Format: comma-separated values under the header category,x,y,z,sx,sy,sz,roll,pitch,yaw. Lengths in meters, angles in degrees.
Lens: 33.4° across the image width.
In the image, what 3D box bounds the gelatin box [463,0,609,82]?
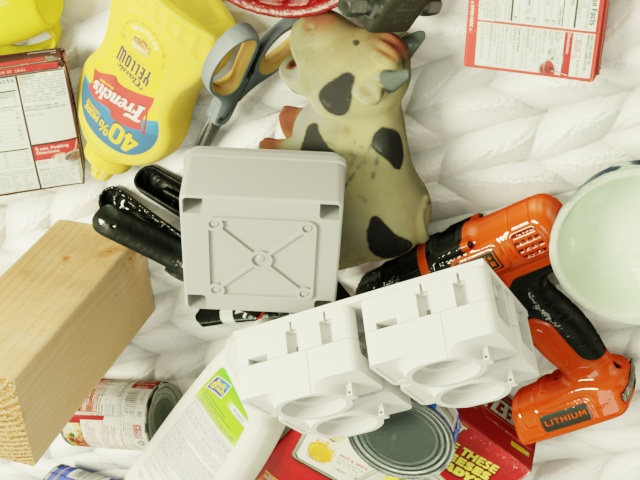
category,x,y,z,sx,sy,sz,roll,pitch,yaw
gelatin box,0.141,-0.146,0.692,0.089,0.030,0.073,10,125,16

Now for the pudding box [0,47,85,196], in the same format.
category,x,y,z,sx,sy,sz,roll,pitch,yaw
pudding box,-0.237,-0.091,0.839,0.090,0.039,0.113,-9,128,-9

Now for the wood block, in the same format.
category,x,y,z,sx,sy,sz,roll,pitch,yaw
wood block,-0.229,0.078,0.892,0.090,0.205,0.091,8,126,18

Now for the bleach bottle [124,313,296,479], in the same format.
category,x,y,z,sx,sy,sz,roll,pitch,yaw
bleach bottle,-0.073,0.158,0.913,0.103,0.067,0.251,48,121,17

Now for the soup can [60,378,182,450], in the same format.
category,x,y,z,sx,sy,sz,roll,pitch,yaw
soup can,-0.192,0.167,1.028,0.102,0.068,0.068,-1,122,23

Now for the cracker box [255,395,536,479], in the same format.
category,x,y,z,sx,sy,sz,roll,pitch,yaw
cracker box,0.059,0.182,0.929,0.164,0.072,0.214,36,128,-6

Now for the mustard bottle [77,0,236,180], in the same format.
category,x,y,z,sx,sy,sz,roll,pitch,yaw
mustard bottle,-0.138,-0.115,0.813,0.096,0.058,0.192,43,131,9

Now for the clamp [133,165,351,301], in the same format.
category,x,y,z,sx,sy,sz,roll,pitch,yaw
clamp,-0.056,0.001,0.852,0.209,0.036,0.165,41,166,-25

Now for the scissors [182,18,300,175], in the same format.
category,x,y,z,sx,sy,sz,roll,pitch,yaw
scissors,-0.058,-0.109,0.801,0.016,0.096,0.202,55,161,12

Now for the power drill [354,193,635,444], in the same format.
category,x,y,z,sx,sy,sz,roll,pitch,yaw
power drill,0.140,0.069,0.823,0.185,0.057,0.187,-25,110,34

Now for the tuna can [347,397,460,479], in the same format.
category,x,y,z,sx,sy,sz,roll,pitch,yaw
tuna can,0.066,0.144,0.833,0.086,0.033,0.086,10,125,14

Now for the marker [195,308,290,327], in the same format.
category,x,y,z,sx,sy,sz,roll,pitch,yaw
marker,-0.057,0.062,0.928,0.121,0.020,0.020,-7,120,27

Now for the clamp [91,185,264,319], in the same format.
category,x,y,z,sx,sy,sz,roll,pitch,yaw
clamp,-0.117,0.008,0.885,0.171,0.120,0.039,34,100,-22
